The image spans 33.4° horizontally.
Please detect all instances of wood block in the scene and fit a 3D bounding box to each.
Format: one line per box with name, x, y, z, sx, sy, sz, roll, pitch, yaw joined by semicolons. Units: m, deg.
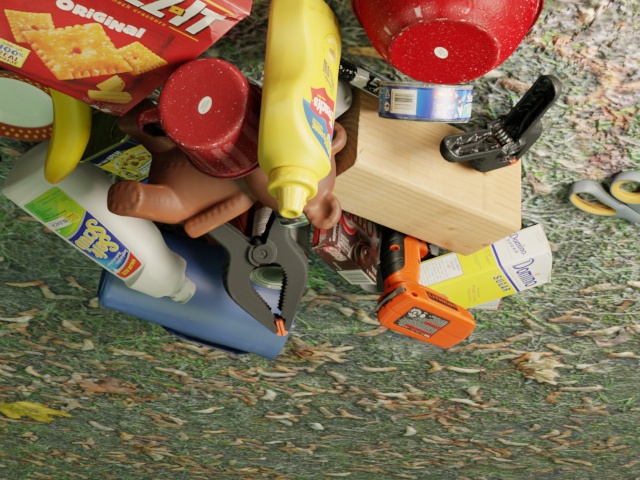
wood block;0.097;-0.066;1.080;0.205;0.091;0.090;20;151;-28

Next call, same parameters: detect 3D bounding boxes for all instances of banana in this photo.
banana;-0.255;-0.134;1.029;0.069;0.037;0.198;-7;137;0

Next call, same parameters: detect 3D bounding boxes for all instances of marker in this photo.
marker;0.055;-0.144;1.005;0.121;0.020;0.020;22;150;-31

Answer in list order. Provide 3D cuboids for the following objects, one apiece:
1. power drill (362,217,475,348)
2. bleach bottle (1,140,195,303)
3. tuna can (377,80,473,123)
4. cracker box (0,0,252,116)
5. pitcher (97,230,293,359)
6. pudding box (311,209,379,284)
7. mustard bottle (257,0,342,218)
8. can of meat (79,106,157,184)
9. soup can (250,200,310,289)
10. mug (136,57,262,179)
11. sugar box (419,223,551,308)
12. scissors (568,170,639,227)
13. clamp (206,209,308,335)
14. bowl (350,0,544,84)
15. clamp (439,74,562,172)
power drill;0.113;0.021;1.154;0.184;0.187;0.057;21;132;-29
bleach bottle;-0.232;-0.012;1.209;0.103;0.068;0.250;-22;129;37
tuna can;0.095;-0.126;0.969;0.086;0.034;0.086;2;-170;-1
cracker box;-0.180;-0.195;0.881;0.164;0.072;0.214;22;149;-33
pitcher;-0.158;0.067;1.365;0.242;0.149;0.145;16;-178;-14
pudding box;0.031;-0.010;1.211;0.039;0.090;0.113;-4;154;23
mustard bottle;-0.018;-0.107;0.895;0.058;0.191;0.096;-3;154;16
can of meat;-0.188;-0.101;1.100;0.102;0.057;0.083;-19;148;42
soup can;-0.045;-0.003;1.227;0.068;0.102;0.068;4;155;2
mug;-0.101;-0.106;0.916;0.117;0.093;0.081;-3;169;11
sugar box;0.188;0.043;1.283;0.176;0.048;0.093;-16;152;4
scissors;0.366;-0.033;1.185;0.201;0.016;0.096;18;152;-25
clamp;-0.058;0.001;1.146;0.164;0.036;0.210;-22;111;-2
bowl;0.104;-0.177;0.886;0.162;0.055;0.162;5;154;2
clamp;0.164;-0.094;1.006;0.120;0.039;0.171;-25;165;0
